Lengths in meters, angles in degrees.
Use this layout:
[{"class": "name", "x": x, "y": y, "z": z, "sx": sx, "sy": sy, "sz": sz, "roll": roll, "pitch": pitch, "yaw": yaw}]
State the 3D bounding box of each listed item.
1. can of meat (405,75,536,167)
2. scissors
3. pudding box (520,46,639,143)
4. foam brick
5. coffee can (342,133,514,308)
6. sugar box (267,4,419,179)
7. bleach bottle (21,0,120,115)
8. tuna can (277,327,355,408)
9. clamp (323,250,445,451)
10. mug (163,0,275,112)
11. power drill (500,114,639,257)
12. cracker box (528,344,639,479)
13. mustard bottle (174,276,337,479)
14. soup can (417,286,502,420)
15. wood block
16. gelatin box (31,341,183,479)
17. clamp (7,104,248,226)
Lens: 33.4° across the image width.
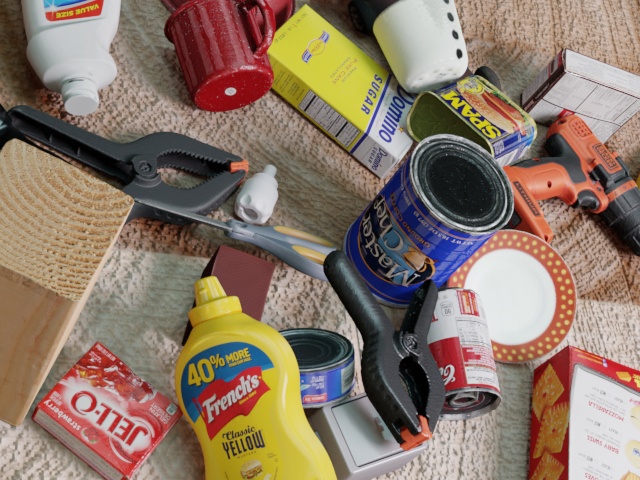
[{"class": "can of meat", "x": 0.150, "y": -0.111, "z": 1.049, "sx": 0.083, "sy": 0.058, "sz": 0.102, "roll": -27, "pitch": 63, "yaw": -40}, {"class": "scissors", "x": -0.056, "y": 0.001, "z": 0.910, "sx": 0.201, "sy": 0.016, "sz": 0.096, "roll": 11, "pitch": 20, "yaw": -41}, {"class": "pudding box", "x": 0.294, "y": -0.159, "z": 1.190, "sx": 0.113, "sy": 0.090, "sz": 0.039, "roll": 15, "pitch": 55, "yaw": -17}, {"class": "foam brick", "x": -0.077, "y": 0.053, "z": 0.894, "sx": 0.053, "sy": 0.051, "sz": 0.078, "roll": 22, "pitch": 53, "yaw": -12}, {"class": "coffee can", "x": 0.094, "y": -0.015, "z": 0.965, "sx": 0.102, "sy": 0.140, "sz": 0.103, "roll": 13, "pitch": 55, "yaw": -19}, {"class": "sugar box", "x": 0.024, "y": -0.151, "z": 1.078, "sx": 0.176, "sy": 0.048, "sz": 0.093, "roll": 37, "pitch": 51, "yaw": 0}, {"class": "bleach bottle", "x": -0.222, "y": -0.222, "z": 0.979, "sx": 0.102, "sy": 0.068, "sz": 0.251, "roll": 1, "pitch": 58, "yaw": -23}, {"class": "tuna can", "x": -0.014, "y": 0.103, "z": 0.873, "sx": 0.086, "sy": 0.034, "sz": 0.086, "roll": -1, "pitch": 19, "yaw": 0}, {"class": "clamp", "x": 0.054, "y": 0.084, "z": 0.869, "sx": 0.120, "sy": 0.039, "sz": 0.171, "roll": 20, "pitch": 44, "yaw": -24}, {"class": "mug", "x": -0.084, "y": -0.180, "z": 1.001, "sx": 0.093, "sy": 0.117, "sz": 0.081, "roll": 5, "pitch": 61, "yaw": -50}, {"class": "power drill", "x": 0.260, "y": -0.037, "z": 1.119, "sx": 0.187, "sy": 0.057, "sz": 0.184, "roll": -20, "pitch": 68, "yaw": -37}, {"class": "cracker box", "x": 0.270, "y": 0.220, "z": 0.950, "sx": 0.164, "sy": 0.072, "sz": 0.213, "roll": 20, "pitch": 54, "yaw": -13}, {"class": "mustard bottle", "x": -0.059, "y": 0.120, "z": 0.814, "sx": 0.058, "sy": 0.096, "sz": 0.191, "roll": 9, "pitch": 61, "yaw": -70}, {"class": "soup can", "x": 0.119, "y": 0.101, "z": 0.951, "sx": 0.068, "sy": 0.069, "sz": 0.102, "roll": 8, "pitch": 57, "yaw": -23}, {"class": "wood block", "x": -0.210, "y": 0.036, "z": 0.737, "sx": 0.090, "sy": 0.206, "sz": 0.090, "roll": 27, "pitch": 52, "yaw": -9}, {"class": "gelatin box", "x": -0.161, "y": 0.133, "z": 0.814, "sx": 0.089, "sy": 0.030, "sz": 0.073, "roll": 39, "pitch": 51, "yaw": 1}, {"class": "clamp", "x": -0.165, "y": -0.061, "z": 0.931, "sx": 0.209, "sy": 0.036, "sz": 0.164, "roll": -13, "pitch": 63, "yaw": -32}]
